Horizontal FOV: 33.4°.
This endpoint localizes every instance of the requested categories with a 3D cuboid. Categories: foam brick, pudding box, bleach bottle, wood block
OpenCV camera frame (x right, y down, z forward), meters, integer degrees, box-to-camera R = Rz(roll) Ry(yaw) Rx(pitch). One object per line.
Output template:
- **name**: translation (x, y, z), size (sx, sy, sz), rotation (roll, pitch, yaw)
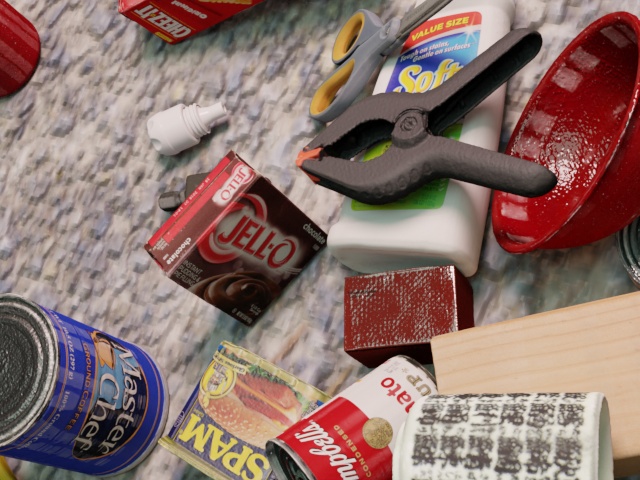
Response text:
- **foam brick**: translation (0.059, 0.051, 0.701), size (0.078, 0.051, 0.053), rotation (-7, 68, 21)
- **pudding box**: translation (-0.055, 0.001, 0.732), size (0.090, 0.113, 0.039), rotation (-47, 58, 2)
- **bleach bottle**: translation (0.077, -0.102, 0.743), size (0.103, 0.068, 0.251), rotation (2, 70, 26)
- **wood block**: translation (0.179, 0.085, 0.615), size (0.206, 0.090, 0.090), rotation (-15, 67, 18)

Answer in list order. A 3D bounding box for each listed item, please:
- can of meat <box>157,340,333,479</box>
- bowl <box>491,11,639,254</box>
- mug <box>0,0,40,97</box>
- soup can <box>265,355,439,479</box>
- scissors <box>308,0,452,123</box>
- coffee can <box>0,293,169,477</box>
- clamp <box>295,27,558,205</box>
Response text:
- **can of meat**: translation (-0.044, 0.125, 0.717), size (0.102, 0.057, 0.084), rotation (25, 80, 28)
- **bowl**: translation (0.170, -0.056, 0.659), size (0.055, 0.162, 0.162), rotation (23, 80, -12)
- **mug**: translation (-0.305, -0.167, 0.918), size (0.117, 0.081, 0.093), rotation (-36, 62, 8)
- **soup can**: translation (0.027, 0.125, 0.659), size (0.102, 0.068, 0.069), rotation (-31, 59, -22)
- **scissors**: translation (0.049, -0.152, 0.736), size (0.202, 0.016, 0.096), rotation (-41, 32, 48)
- **coffee can**: translation (-0.183, 0.104, 0.736), size (0.103, 0.140, 0.103), rotation (-8, 69, 20)
- **clamp**: translation (0.068, -0.074, 0.675), size (0.172, 0.039, 0.120), rotation (-3, 55, 26)
